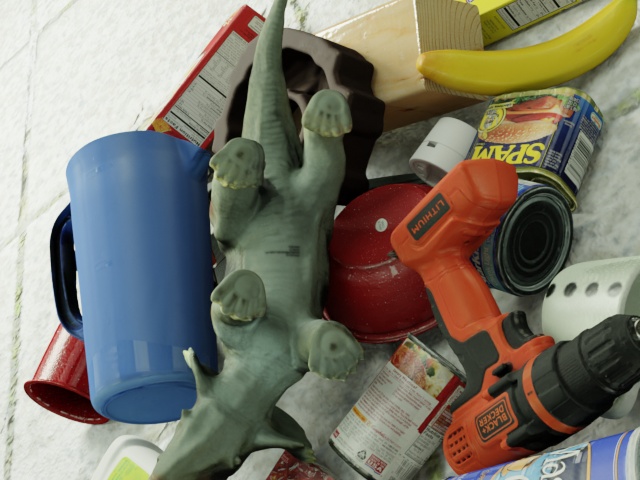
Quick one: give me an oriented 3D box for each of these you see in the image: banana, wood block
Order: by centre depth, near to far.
[{"bbox_3d":[0.179,-0.157,0.880,0.198,0.069,0.037,-22,17,2],"label":"banana"},{"bbox_3d":[0.043,-0.151,0.990,0.207,0.090,0.090,-12,81,45],"label":"wood block"}]

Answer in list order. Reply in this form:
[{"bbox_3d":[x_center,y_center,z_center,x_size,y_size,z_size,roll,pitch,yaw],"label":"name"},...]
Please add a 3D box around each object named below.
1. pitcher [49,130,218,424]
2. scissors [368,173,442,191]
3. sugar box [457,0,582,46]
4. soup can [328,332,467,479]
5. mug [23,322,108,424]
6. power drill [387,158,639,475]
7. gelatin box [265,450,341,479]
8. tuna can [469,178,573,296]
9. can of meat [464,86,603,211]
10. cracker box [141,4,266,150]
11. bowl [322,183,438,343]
[{"bbox_3d":[-0.164,0.038,0.954,0.149,0.144,0.243,117,148,-56],"label":"pitcher"},{"bbox_3d":[0.011,-0.033,0.979,0.202,0.016,0.096,6,54,35],"label":"scissors"},{"bbox_3d":[0.190,-0.243,0.980,0.177,0.048,0.093,-24,46,35],"label":"sugar box"},{"bbox_3d":[0.062,0.129,0.790,0.102,0.068,0.069,-53,36,1],"label":"soup can"},{"bbox_3d":[-0.235,0.133,1.094,0.117,0.093,0.081,6,57,21],"label":"mug"},{"bbox_3d":[0.121,0.042,0.691,0.185,0.057,0.188,-47,49,44],"label":"power drill"},{"bbox_3d":[-0.014,0.211,0.833,0.073,0.030,0.089,-56,36,-5],"label":"gelatin box"},{"bbox_3d":[0.148,-0.002,0.791,0.034,0.086,0.086,19,75,50],"label":"tuna can"},{"bbox_3d":[0.168,-0.072,0.853,0.102,0.057,0.084,2,59,47],"label":"can of meat"},{"bbox_3d":[-0.128,-0.155,1.184,0.214,0.072,0.164,-52,12,2],"label":"cracker box"},{"bbox_3d":[0.058,0.005,0.875,0.162,0.055,0.162,-19,41,17],"label":"bowl"}]
